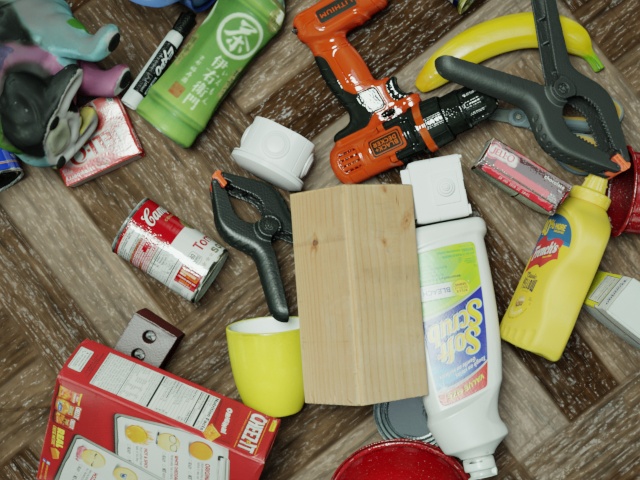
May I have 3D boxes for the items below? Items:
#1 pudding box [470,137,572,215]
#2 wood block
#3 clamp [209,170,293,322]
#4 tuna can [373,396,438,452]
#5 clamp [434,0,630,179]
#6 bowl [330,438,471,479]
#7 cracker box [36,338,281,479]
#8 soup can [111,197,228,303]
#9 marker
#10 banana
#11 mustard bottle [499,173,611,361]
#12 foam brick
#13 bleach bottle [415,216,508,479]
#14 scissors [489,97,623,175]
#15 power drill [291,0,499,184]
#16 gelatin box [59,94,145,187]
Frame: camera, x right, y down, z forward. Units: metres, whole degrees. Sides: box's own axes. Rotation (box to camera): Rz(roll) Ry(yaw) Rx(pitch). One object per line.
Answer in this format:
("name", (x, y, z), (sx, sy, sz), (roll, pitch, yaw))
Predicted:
("pudding box", (0.198, -0.064, 1.064), (0.090, 0.113, 0.039), (33, 94, 3))
("wood block", (0.036, 0.052, 1.042), (0.090, 0.091, 0.206), (-2, 87, -38))
("clamp", (-0.057, 0.001, 1.099), (0.171, 0.039, 0.120), (36, 58, 6))
("tuna can", (0.097, 0.175, 1.105), (0.086, 0.034, 0.086), (0, 89, 3))
("clamp", (0.232, -0.153, 1.050), (0.210, 0.036, 0.164), (43, 68, -3))
("bowl", (0.082, 0.285, 1.076), (0.162, 0.055, 0.162), (1, 104, 4))
("cracker box", (-0.164, 0.208, 1.063), (0.213, 0.072, 0.164), (22, 127, 2))
("soup can", (-0.155, 0.011, 1.103), (0.102, 0.068, 0.068), (33, 91, 2))
("marker", (-0.168, -0.191, 1.121), (0.020, 0.020, 0.121), (32, 81, 3))
("banana", (0.194, -0.199, 1.104), (0.198, 0.037, 0.069), (-6, 89, 3))
("mustard bottle", (0.243, 0.021, 1.069), (0.058, 0.096, 0.191), (23, 90, -10))
("foam brick", (-0.185, 0.117, 1.111), (0.053, 0.051, 0.078), (31, 90, 2))
("bleach bottle", (0.141, 0.109, 1.064), (0.102, 0.068, 0.251), (-11, 78, -2))
("scissors", (0.215, -0.110, 1.113), (0.202, 0.016, 0.096), (-6, 89, 3))
("power drill", (0.067, -0.170, 1.085), (0.185, 0.057, 0.187), (-25, 86, 16))
("gelatin box", (-0.240, -0.106, 1.127), (0.089, 0.030, 0.073), (-24, 88, 2))
